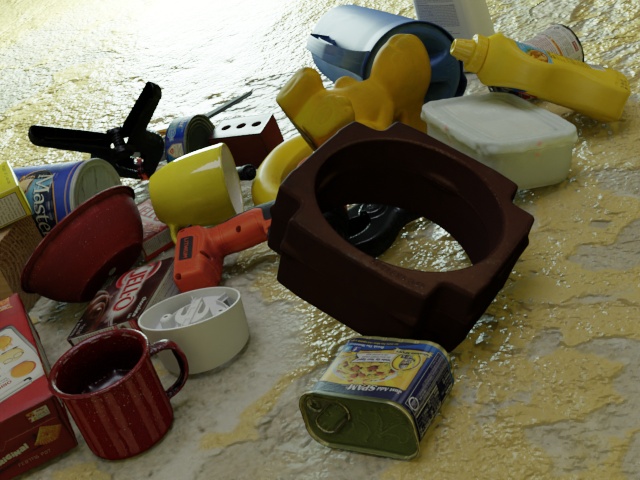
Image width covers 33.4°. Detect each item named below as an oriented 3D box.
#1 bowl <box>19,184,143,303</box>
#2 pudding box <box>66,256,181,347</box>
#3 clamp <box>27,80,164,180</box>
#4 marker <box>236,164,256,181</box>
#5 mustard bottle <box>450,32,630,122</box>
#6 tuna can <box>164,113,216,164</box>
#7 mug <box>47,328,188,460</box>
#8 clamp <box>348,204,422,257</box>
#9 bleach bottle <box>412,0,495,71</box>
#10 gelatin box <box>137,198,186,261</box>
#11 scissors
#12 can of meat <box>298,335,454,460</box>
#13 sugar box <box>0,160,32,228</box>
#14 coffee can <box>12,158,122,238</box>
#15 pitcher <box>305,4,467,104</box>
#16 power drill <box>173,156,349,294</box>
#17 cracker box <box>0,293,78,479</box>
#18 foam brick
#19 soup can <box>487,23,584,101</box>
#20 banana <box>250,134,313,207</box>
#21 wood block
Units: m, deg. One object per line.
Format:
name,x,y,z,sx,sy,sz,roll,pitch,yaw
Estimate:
bowl,-0.245,0.016,1.155,0.055,0.162,0.161,44,57,9
pudding box,-0.195,0.070,1.089,0.090,0.039,0.113,-19,28,24
clamp,-0.259,-0.120,1.317,0.164,0.210,0.036,-17,71,-3
marker,-0.107,-0.078,1.283,0.020,0.020,0.121,-33,14,-23
mustard bottle,0.233,-0.183,1.160,0.191,0.058,0.096,16,20,-9
tuna can,-0.160,-0.115,1.346,0.034,0.086,0.086,-5,32,26
mug,-0.170,0.132,0.941,0.117,0.081,0.093,-30,31,-18
clamp,0.069,-0.024,1.108,0.120,0.039,0.171,4,43,43
bleach bottle,0.159,-0.343,1.372,0.103,0.251,0.068,8,39,39
gelatin box,-0.201,-0.015,1.258,0.073,0.030,0.089,-33,33,-25
scissors,-0.175,-0.156,1.495,0.201,0.016,0.096,-24,31,-8
can of meat,0.047,0.122,0.856,0.102,0.057,0.083,2,34,32
sugar box,-0.420,-0.024,1.201,0.176,0.048,0.093,-25,29,-13
coffee can,-0.325,-0.043,1.303,0.140,0.103,0.102,-4,33,25
pitcher,0.064,-0.236,1.368,0.145,0.149,0.243,-35,28,-5
power drill,-0.057,0.001,1.087,0.188,0.057,0.184,-25,28,11
cracker box,-0.334,0.154,1.011,0.164,0.072,0.214,-27,31,-12
foam brick,-0.093,-0.124,1.356,0.078,0.051,0.053,-5,33,24
soup can,0.256,-0.210,1.279,0.102,0.068,0.069,-30,31,-19
banana,-0.044,-0.076,1.267,0.069,0.037,0.197,5,34,4
wood block,-0.428,0.036,1.244,0.206,0.090,0.090,-8,31,20
